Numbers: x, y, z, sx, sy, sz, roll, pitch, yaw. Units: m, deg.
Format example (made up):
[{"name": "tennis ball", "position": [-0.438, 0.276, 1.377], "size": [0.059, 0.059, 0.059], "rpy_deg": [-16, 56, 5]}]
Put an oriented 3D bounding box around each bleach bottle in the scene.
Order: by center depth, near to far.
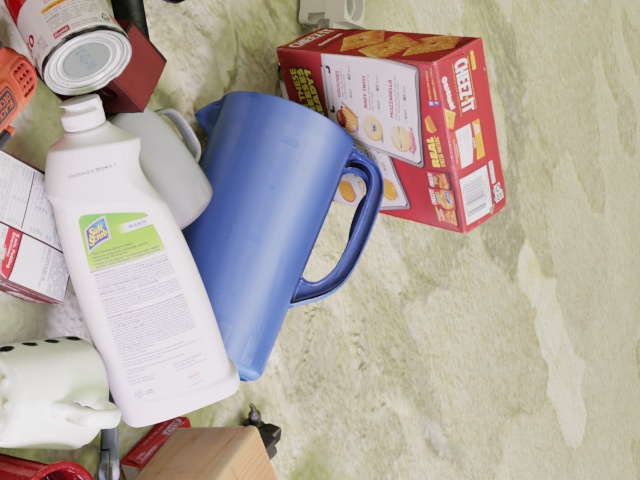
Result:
[{"name": "bleach bottle", "position": [-0.139, 0.012, 0.806], "size": [0.102, 0.068, 0.251], "rpy_deg": [-19, 111, -16]}]

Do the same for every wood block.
[{"name": "wood block", "position": [-0.118, 0.247, 0.858], "size": [0.205, 0.090, 0.091], "rpy_deg": [-49, 125, -54]}]

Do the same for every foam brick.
[{"name": "foam brick", "position": [-0.170, -0.134, 0.825], "size": [0.053, 0.078, 0.051], "rpy_deg": [48, 55, -48]}]

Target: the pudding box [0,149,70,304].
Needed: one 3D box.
[{"name": "pudding box", "position": [-0.226, -0.010, 0.785], "size": [0.113, 0.039, 0.090], "rpy_deg": [36, 61, -57]}]

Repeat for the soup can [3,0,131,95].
[{"name": "soup can", "position": [-0.184, -0.163, 0.759], "size": [0.068, 0.069, 0.102], "rpy_deg": [13, 43, -59]}]

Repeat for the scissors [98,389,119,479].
[{"name": "scissors", "position": [-0.163, 0.188, 0.823], "size": [0.202, 0.016, 0.096], "rpy_deg": [-112, -156, -63]}]

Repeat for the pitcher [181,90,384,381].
[{"name": "pitcher", "position": [-0.056, 0.001, 0.960], "size": [0.144, 0.149, 0.243], "rpy_deg": [30, 73, -43]}]

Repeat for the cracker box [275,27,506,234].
[{"name": "cracker box", "position": [0.066, -0.110, 1.000], "size": [0.072, 0.214, 0.164], "rpy_deg": [-30, 119, -31]}]

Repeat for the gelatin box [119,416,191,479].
[{"name": "gelatin box", "position": [-0.139, 0.214, 0.965], "size": [0.073, 0.030, 0.089], "rpy_deg": [-42, 129, -49]}]
